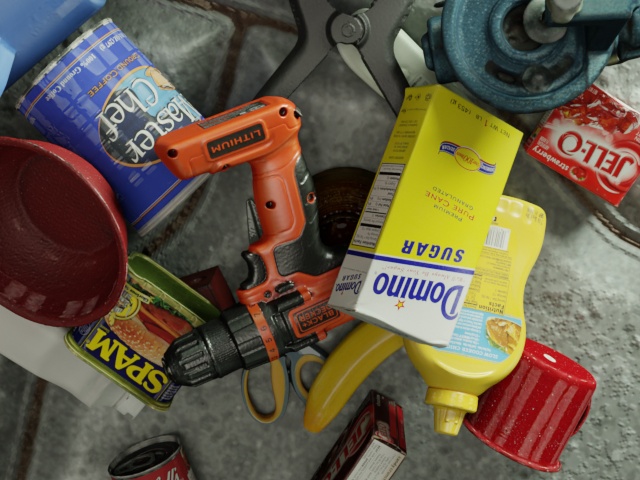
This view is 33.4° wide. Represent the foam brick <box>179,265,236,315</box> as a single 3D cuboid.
[{"bbox_3d":[-0.114,0.062,0.901,0.078,0.053,0.051,-19,103,7],"label":"foam brick"}]

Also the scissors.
[{"bbox_3d":[-0.024,0.066,0.917,0.096,0.016,0.202,6,106,0],"label":"scissors"}]

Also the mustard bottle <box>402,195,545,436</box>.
[{"bbox_3d":[0.116,0.058,0.846,0.096,0.058,0.191,13,80,-6],"label":"mustard bottle"}]

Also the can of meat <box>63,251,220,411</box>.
[{"bbox_3d":[-0.137,0.071,0.848,0.102,0.057,0.084,37,102,-7],"label":"can of meat"}]

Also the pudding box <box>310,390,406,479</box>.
[{"bbox_3d":[0.030,0.195,0.910,0.039,0.090,0.113,29,105,-5],"label":"pudding box"}]

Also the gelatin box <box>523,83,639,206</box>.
[{"bbox_3d":[0.220,-0.080,0.854,0.089,0.030,0.073,31,105,-5],"label":"gelatin box"}]

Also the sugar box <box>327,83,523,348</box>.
[{"bbox_3d":[0.079,-0.017,0.789,0.093,0.048,0.176,23,81,-30],"label":"sugar box"}]

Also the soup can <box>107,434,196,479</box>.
[{"bbox_3d":[-0.138,0.233,0.942,0.068,0.068,0.102,-17,104,8],"label":"soup can"}]

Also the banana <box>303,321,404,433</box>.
[{"bbox_3d":[0.062,0.089,0.896,0.198,0.037,0.070,-28,76,5],"label":"banana"}]

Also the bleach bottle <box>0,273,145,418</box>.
[{"bbox_3d":[-0.247,0.063,0.883,0.251,0.102,0.068,40,103,-6],"label":"bleach bottle"}]

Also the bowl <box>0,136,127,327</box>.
[{"bbox_3d":[-0.205,-0.015,0.805,0.162,0.055,0.162,11,124,17],"label":"bowl"}]

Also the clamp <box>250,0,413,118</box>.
[{"bbox_3d":[0.029,-0.153,0.814,0.164,0.036,0.210,12,99,-5],"label":"clamp"}]

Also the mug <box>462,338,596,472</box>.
[{"bbox_3d":[0.185,0.136,0.893,0.117,0.093,0.081,18,103,-34],"label":"mug"}]

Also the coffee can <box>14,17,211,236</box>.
[{"bbox_3d":[-0.152,-0.087,0.837,0.103,0.103,0.140,-42,99,13],"label":"coffee can"}]

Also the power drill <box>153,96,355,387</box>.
[{"bbox_3d":[-0.055,0.001,0.789,0.184,0.057,0.187,-24,109,-12],"label":"power drill"}]
